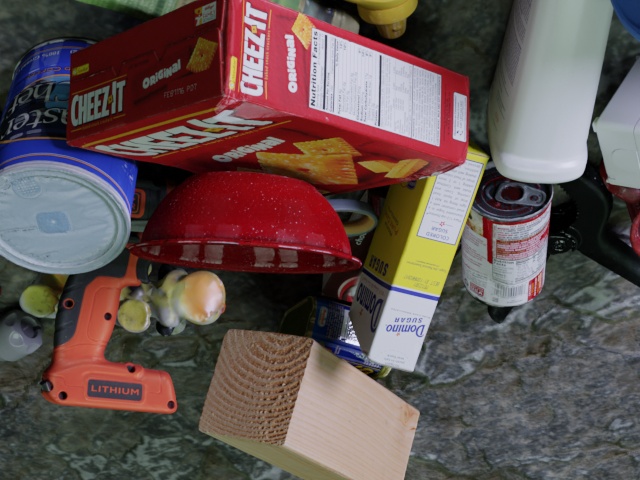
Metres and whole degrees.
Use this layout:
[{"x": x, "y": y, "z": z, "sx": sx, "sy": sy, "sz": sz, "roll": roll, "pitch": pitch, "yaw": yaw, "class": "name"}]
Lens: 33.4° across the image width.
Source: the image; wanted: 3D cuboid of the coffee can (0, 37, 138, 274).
[{"x": -0.179, "y": -0.061, "z": 0.757, "sx": 0.103, "sy": 0.140, "sz": 0.103, "roll": -1, "pitch": 136, "yaw": -1, "class": "coffee can"}]

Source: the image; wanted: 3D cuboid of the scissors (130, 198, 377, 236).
[{"x": -0.056, "y": 0.001, "z": 0.842, "sx": 0.201, "sy": 0.016, "sz": 0.096, "roll": -7, "pitch": 147, "yaw": -6, "class": "scissors"}]

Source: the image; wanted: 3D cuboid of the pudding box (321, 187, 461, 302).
[{"x": 0.060, "y": 0.012, "z": 0.912, "sx": 0.090, "sy": 0.039, "sz": 0.114, "roll": 14, "pitch": 134, "yaw": -13, "class": "pudding box"}]

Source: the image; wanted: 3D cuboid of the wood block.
[{"x": -0.004, "y": 0.156, "z": 0.932, "sx": 0.090, "sy": 0.091, "sz": 0.205, "roll": 3, "pitch": 158, "yaw": 33, "class": "wood block"}]

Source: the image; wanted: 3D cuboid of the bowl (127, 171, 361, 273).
[{"x": -0.050, "y": -0.012, "z": 0.743, "sx": 0.162, "sy": 0.055, "sz": 0.162, "roll": 3, "pitch": 172, "yaw": 0, "class": "bowl"}]

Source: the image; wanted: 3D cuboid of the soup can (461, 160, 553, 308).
[{"x": 0.145, "y": -0.004, "z": 0.839, "sx": 0.068, "sy": 0.068, "sz": 0.102, "roll": -4, "pitch": 135, "yaw": 3, "class": "soup can"}]

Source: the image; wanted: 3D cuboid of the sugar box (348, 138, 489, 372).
[{"x": 0.070, "y": 0.001, "z": 0.815, "sx": 0.048, "sy": 0.093, "sz": 0.176, "roll": 16, "pitch": 106, "yaw": -13, "class": "sugar box"}]

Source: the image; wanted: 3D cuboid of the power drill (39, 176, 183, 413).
[{"x": -0.144, "y": 0.041, "z": 0.847, "sx": 0.184, "sy": 0.187, "sz": 0.057, "roll": 6, "pitch": 171, "yaw": -16, "class": "power drill"}]

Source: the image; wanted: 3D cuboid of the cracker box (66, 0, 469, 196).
[{"x": -0.031, "y": -0.083, "z": 0.698, "sx": 0.213, "sy": 0.072, "sz": 0.165, "roll": 10, "pitch": 167, "yaw": -43, "class": "cracker box"}]

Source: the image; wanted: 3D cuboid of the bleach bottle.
[{"x": 0.159, "y": -0.161, "z": 0.688, "sx": 0.068, "sy": 0.102, "sz": 0.251, "roll": 1, "pitch": 136, "yaw": -2, "class": "bleach bottle"}]

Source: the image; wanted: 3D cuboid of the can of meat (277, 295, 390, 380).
[{"x": 0.013, "y": 0.090, "z": 0.963, "sx": 0.083, "sy": 0.057, "sz": 0.102, "roll": 17, "pitch": 160, "yaw": -15, "class": "can of meat"}]

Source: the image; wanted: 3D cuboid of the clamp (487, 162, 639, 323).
[{"x": 0.193, "y": -0.003, "z": 0.901, "sx": 0.165, "sy": 0.036, "sz": 0.210, "roll": -16, "pitch": 131, "yaw": 23, "class": "clamp"}]
